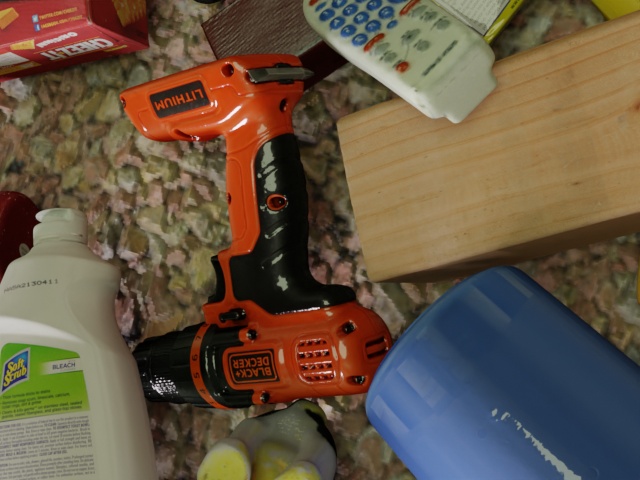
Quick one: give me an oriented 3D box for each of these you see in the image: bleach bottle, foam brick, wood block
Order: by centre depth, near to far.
[{"bbox_3d":[0.123,-0.045,0.531,0.206,0.090,0.090,-17,78,30],"label":"wood block"},{"bbox_3d":[-0.132,0.104,0.580,0.103,0.068,0.251,-8,73,12],"label":"bleach bottle"},{"bbox_3d":[-0.021,-0.119,0.628,0.078,0.053,0.051,-32,77,10],"label":"foam brick"}]

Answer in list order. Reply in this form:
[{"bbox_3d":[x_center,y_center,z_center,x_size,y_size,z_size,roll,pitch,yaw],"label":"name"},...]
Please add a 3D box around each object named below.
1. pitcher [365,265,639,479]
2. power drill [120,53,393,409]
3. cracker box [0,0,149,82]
[{"bbox_3d":[0.129,0.134,0.489,0.149,0.145,0.243,-29,62,-34],"label":"pitcher"},{"bbox_3d":[-0.054,0.001,0.590,0.185,0.057,0.187,-10,94,37],"label":"power drill"},{"bbox_3d":[-0.198,-0.213,0.675,0.164,0.072,0.214,-9,82,24],"label":"cracker box"}]
